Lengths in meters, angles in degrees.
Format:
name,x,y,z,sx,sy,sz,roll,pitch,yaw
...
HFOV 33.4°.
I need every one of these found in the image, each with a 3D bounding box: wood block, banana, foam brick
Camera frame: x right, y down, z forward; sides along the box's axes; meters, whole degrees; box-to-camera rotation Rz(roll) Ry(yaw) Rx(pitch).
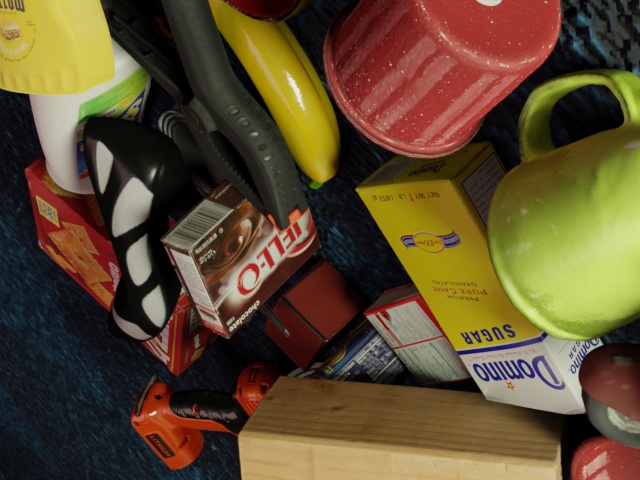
name,x,y,z,sx,sy,sz,roll,pitch,yaw
wood block,0.059,0.157,0.719,0.206,0.090,0.091,3,110,18
banana,-0.034,-0.108,0.687,0.070,0.037,0.197,6,131,52
foam brick,-0.005,0.061,0.853,0.051,0.053,0.078,44,154,9

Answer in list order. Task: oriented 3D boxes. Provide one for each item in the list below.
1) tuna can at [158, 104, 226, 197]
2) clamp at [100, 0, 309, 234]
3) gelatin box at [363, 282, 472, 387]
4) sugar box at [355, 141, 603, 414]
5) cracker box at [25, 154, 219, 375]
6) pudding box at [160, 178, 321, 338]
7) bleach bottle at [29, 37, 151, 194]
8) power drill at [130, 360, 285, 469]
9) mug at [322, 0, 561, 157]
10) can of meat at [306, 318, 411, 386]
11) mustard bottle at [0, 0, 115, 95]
name,x,y,z,sx,sy,sz,roll,pitch,yaw
tuna can,-0.083,-0.071,0.817,0.086,0.033,0.086,36,151,24
clamp,-0.078,-0.096,0.707,0.165,0.036,0.210,18,145,57
gelatin box,0.079,0.064,0.755,0.073,0.030,0.089,50,154,-6
sugar box,0.102,0.026,0.651,0.093,0.048,0.176,-2,124,57
cracker box,-0.194,0.019,1.065,0.214,0.072,0.164,41,153,14
pudding box,-0.055,0.001,0.782,0.039,0.113,0.090,23,145,40
bleach bottle,-0.183,-0.104,0.875,0.068,0.102,0.251,50,160,10
power drill,-0.082,0.194,1.079,0.188,0.057,0.184,-8,130,28
mug,0.053,-0.107,0.505,0.117,0.093,0.082,58,150,6
can of meat,0.027,0.108,0.832,0.057,0.083,0.102,47,154,4
mustard bottle,-0.187,-0.191,0.672,0.096,0.058,0.192,12,119,32
